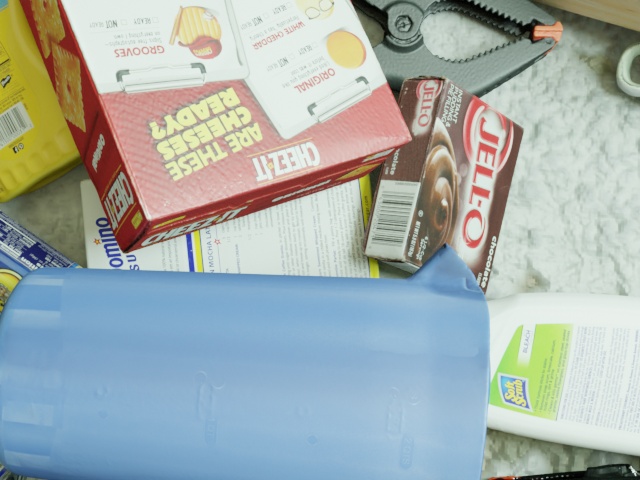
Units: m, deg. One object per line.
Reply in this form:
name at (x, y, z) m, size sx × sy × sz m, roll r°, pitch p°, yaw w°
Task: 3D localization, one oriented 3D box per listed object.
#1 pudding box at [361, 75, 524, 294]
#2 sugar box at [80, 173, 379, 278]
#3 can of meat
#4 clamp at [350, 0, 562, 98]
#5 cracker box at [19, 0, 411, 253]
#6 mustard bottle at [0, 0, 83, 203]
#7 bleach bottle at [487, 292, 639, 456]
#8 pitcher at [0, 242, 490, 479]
pudding box at (0.076, -0.032, 0.646) m, size 0.039 × 0.089 × 0.113 m, roll 10°, pitch 82°, yaw 44°
sugar box at (-0.054, 0.001, 0.659) m, size 0.176 × 0.048 × 0.093 m, roll -6°, pitch 83°, yaw 1°
can of meat at (-0.198, 0.033, 0.628) m, size 0.084 × 0.057 × 0.102 m, roll 35°, pitch 116°, yaw -1°
clamp at (0.046, -0.143, 0.683) m, size 0.210 × 0.036 × 0.164 m, roll -5°, pitch 85°, yaw -1°
cracker box at (-0.070, -0.119, 0.595) m, size 0.164 × 0.072 × 0.214 m, roll -19°, pitch 81°, yaw -27°
mustard bottle at (-0.203, -0.125, 0.640) m, size 0.096 × 0.058 × 0.191 m, roll -27°, pitch 95°, yaw 26°
bleach bottle at (0.146, 0.070, 0.640) m, size 0.250 × 0.068 × 0.102 m, roll 11°, pitch 85°, yaw -4°
pitcher at (-0.038, 0.087, 0.545) m, size 0.243 × 0.145 × 0.149 m, roll 5°, pitch 45°, yaw 3°
